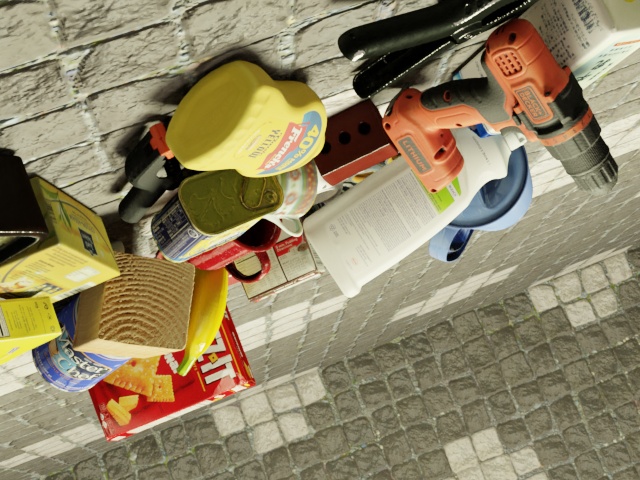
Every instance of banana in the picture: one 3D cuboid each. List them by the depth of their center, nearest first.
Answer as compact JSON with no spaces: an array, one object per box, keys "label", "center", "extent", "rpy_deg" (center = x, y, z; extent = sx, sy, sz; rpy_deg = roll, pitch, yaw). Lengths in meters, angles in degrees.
[{"label":"banana","center":[-0.127,0.046,1.142],"extent":[0.070,0.197,0.037],"rpy_deg":[-29,131,31]}]

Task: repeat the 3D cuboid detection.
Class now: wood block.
[{"label":"wood block","center":[-0.205,0.075,1.153],"extent":[0.090,0.091,0.206],"rpy_deg":[9,168,-18]}]

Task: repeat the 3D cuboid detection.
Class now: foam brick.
[{"label":"foam brick","center":[0.030,-0.097,1.064],"extent":[0.078,0.053,0.051],"rpy_deg":[-26,167,11]}]

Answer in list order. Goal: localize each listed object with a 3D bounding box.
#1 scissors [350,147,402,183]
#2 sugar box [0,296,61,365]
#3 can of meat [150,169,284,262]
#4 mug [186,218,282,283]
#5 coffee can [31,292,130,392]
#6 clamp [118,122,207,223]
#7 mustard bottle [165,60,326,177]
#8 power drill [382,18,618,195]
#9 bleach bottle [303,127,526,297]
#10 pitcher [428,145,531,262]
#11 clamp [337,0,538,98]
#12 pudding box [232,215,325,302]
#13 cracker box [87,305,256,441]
[{"label":"scissors","center":[0.109,-0.093,1.298],"extent":[0.096,0.016,0.201],"rpy_deg":[-31,165,35]},{"label":"sugar box","center":[-0.324,0.088,0.936],"extent":[0.093,0.048,0.175],"rpy_deg":[-27,170,29]},{"label":"can of meat","center":[-0.097,-0.027,0.979],"extent":[0.101,0.057,0.084],"rpy_deg":[-24,173,-36]},{"label":"mug","center":[-0.093,-0.009,1.093],"extent":[0.082,0.117,0.093],"rpy_deg":[-27,-172,41]},{"label":"coffee can","center":[-0.283,0.119,1.322],"extent":[0.102,0.103,0.141],"rpy_deg":[-11,163,-42]},{"label":"clamp","center":[-0.125,-0.068,0.960],"extent":[0.120,0.039,0.172],"rpy_deg":[-30,173,-17]},{"label":"mustard bottle","center":[-0.046,-0.096,0.917],"extent":[0.096,0.058,0.191],"rpy_deg":[-46,161,17]},{"label":"power drill","center":[0.164,-0.102,0.992],"extent":[0.188,0.184,0.057],"rpy_deg":[-16,-153,45]},{"label":"bleach bottle","center":[0.110,-0.045,1.147],"extent":[0.251,0.102,0.068],"rpy_deg":[-32,-168,8]},{"label":"pitcher","center":[0.188,-0.062,1.286],"extent":[0.149,0.145,0.242],"rpy_deg":[-26,170,13]},{"label":"clamp","center":[0.107,-0.181,0.867],"extent":[0.210,0.036,0.164],"rpy_deg":[-26,175,11]},{"label":"pudding box","center":[-0.058,0.001,1.189],"extent":[0.090,0.113,0.039],"rpy_deg":[-24,170,10]},{"label":"cracker box","center":[-0.219,0.161,1.468],"extent":[0.214,0.164,0.072],"rpy_deg":[-22,170,3]}]
